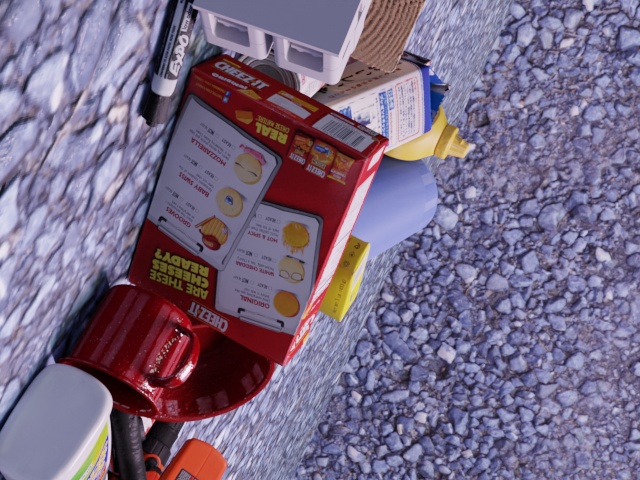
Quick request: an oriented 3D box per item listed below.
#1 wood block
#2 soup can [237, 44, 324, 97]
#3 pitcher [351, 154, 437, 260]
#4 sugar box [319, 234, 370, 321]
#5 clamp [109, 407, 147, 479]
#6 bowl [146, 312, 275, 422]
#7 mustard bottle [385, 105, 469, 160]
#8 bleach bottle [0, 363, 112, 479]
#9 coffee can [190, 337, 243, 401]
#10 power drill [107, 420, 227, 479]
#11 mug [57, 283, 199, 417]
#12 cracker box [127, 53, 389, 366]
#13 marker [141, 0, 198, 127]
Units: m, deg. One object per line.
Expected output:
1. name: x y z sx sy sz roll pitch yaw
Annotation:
1. wood block: 0.047 -0.233 0.983 0.206 0.091 0.090 -76 -170 -67
2. soup can: -0.030 -0.158 0.975 0.102 0.068 0.069 -49 163 -54
3. pitcher: 0.022 -0.022 1.242 0.242 0.149 0.145 -24 105 -44
4. sugar box: -0.044 0.002 1.007 0.048 0.176 0.093 -59 169 -33
5. clamp: -0.187 0.181 1.014 0.120 0.039 0.171 -153 -123 -64
6. bowl: -0.128 0.115 1.070 0.162 0.162 0.055 108 -26 -44
7. mustard bottle: 0.086 -0.146 1.261 0.096 0.192 0.058 -56 168 -35
8. bleach bottle: -0.220 0.194 0.940 0.102 0.068 0.251 -59 172 -23
9. coffee can: -0.117 0.131 1.198 0.103 0.103 0.140 -65 171 11
10. power drill: -0.171 0.248 1.133 0.188 0.057 0.184 -17 -141 59
11. mug: -0.150 0.091 0.890 0.093 0.117 0.081 53 53 -42
12. cracker box: -0.056 -0.025 0.906 0.072 0.164 0.214 -43 158 -59
13. marker: -0.106 -0.136 0.768 0.020 0.020 0.121 -46 161 -60
